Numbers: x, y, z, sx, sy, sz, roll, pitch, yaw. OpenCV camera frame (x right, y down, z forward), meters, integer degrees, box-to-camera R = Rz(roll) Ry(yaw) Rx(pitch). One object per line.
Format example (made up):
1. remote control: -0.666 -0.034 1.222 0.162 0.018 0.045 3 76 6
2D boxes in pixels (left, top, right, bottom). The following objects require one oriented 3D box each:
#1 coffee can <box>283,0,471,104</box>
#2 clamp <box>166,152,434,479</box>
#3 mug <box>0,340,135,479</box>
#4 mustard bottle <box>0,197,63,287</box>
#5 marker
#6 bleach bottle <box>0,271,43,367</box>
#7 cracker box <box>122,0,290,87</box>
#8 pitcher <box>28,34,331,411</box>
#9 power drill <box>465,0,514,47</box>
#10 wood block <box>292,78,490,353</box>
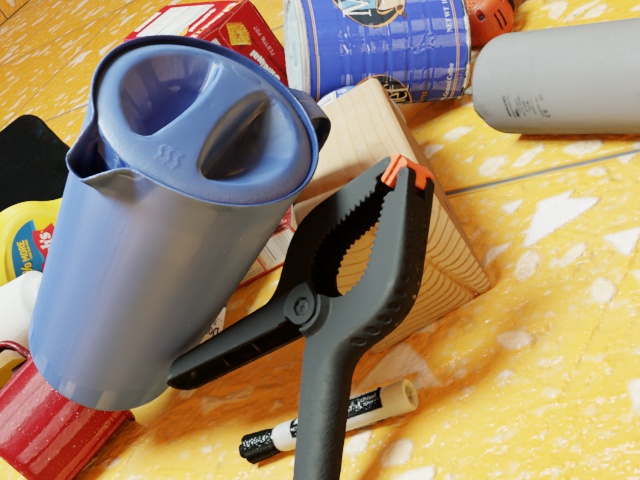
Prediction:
1. coffee can: 0.045 -0.163 0.900 0.140 0.103 0.103 -6 24 -8
2. clamp: -0.007 0.043 0.612 0.165 0.036 0.210 30 95 45
3. mug: -0.204 0.122 0.770 0.081 0.117 0.093 -50 -3 -19
4. mustard bottle: -0.244 0.009 0.959 0.191 0.096 0.058 -21 27 -28
5. marker: 0.002 0.110 0.638 0.121 0.020 0.020 -23 27 25
6. bleach bottle: -0.297 0.088 0.904 0.251 0.068 0.102 -30 22 23
7. cracker box: -0.087 -0.150 1.036 0.072 0.164 0.214 -44 26 -14
8. pitcher: -0.098 0.000 0.674 0.145 0.149 0.243 -84 19 -44
9. power drill: 0.158 -0.254 1.041 0.187 0.057 0.185 -46 30 -16
10. wood block: 0.038 -0.027 0.748 0.090 0.090 0.206 -31 25 9
